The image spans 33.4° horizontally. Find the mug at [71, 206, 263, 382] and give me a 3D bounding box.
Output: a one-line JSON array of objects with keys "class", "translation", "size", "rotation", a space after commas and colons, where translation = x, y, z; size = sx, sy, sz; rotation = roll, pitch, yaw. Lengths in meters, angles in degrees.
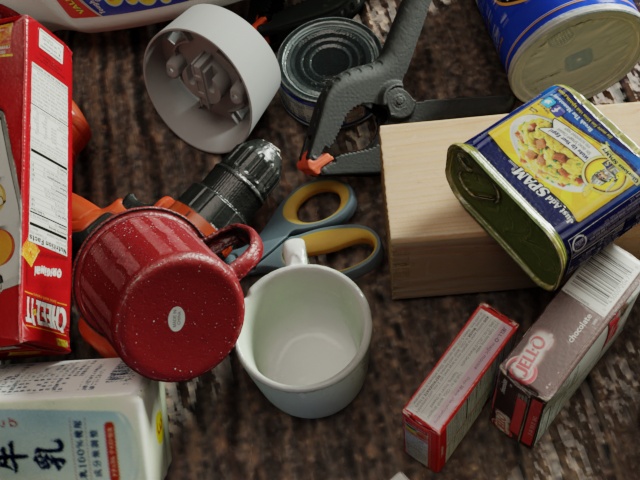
[{"class": "mug", "translation": [-0.086, 0.028, 0.647], "size": [0.117, 0.093, 0.082], "rotation": [-30, 27, -14]}]

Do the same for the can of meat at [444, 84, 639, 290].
[{"class": "can of meat", "translation": [0.139, -0.035, 0.635], "size": [0.084, 0.057, 0.102], "rotation": [-33, 64, -14]}]

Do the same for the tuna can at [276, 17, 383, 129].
[{"class": "tuna can", "translation": [0.009, -0.129, 0.816], "size": [0.086, 0.034, 0.086], "rotation": [-3, 61, 4]}]

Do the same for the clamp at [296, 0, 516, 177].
[{"class": "clamp", "translation": [0.061, -0.095, 0.773], "size": [0.120, 0.039, 0.171], "rotation": [44, 82, -7]}]

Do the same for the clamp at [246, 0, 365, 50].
[{"class": "clamp", "translation": [0.009, -0.236, 0.873], "size": [0.210, 0.036, 0.165], "rotation": [-40, 62, -12]}]

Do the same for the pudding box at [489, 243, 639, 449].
[{"class": "pudding box", "translation": [0.151, 0.065, 0.661], "size": [0.039, 0.090, 0.113], "rotation": [37, 70, 21]}]

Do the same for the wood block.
[{"class": "wood block", "translation": [0.146, -0.026, 0.713], "size": [0.206, 0.090, 0.091], "rotation": [-5, 61, 2]}]

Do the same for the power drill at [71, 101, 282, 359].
[{"class": "power drill", "translation": [-0.142, -0.031, 0.750], "size": [0.188, 0.057, 0.184], "rotation": [34, 75, 26]}]

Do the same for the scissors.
[{"class": "scissors", "translation": [-0.055, 0.001, 0.761], "size": [0.202, 0.016, 0.096], "rotation": [-4, 54, 10]}]

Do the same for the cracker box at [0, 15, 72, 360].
[{"class": "cracker box", "translation": [-0.248, -0.026, 0.702], "size": [0.164, 0.072, 0.214], "rotation": [-7, 76, 16]}]

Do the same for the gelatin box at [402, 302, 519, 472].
[{"class": "gelatin box", "translation": [0.086, 0.091, 0.662], "size": [0.030, 0.073, 0.089], "rotation": [31, 68, 20]}]

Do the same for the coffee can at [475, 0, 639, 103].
[{"class": "coffee can", "translation": [0.168, -0.185, 0.792], "size": [0.103, 0.103, 0.140], "rotation": [-14, 60, -2]}]

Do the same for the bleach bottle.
[{"class": "bleach bottle", "translation": [-0.158, -0.206, 0.838], "size": [0.251, 0.102, 0.068], "rotation": [-15, 25, 17]}]
